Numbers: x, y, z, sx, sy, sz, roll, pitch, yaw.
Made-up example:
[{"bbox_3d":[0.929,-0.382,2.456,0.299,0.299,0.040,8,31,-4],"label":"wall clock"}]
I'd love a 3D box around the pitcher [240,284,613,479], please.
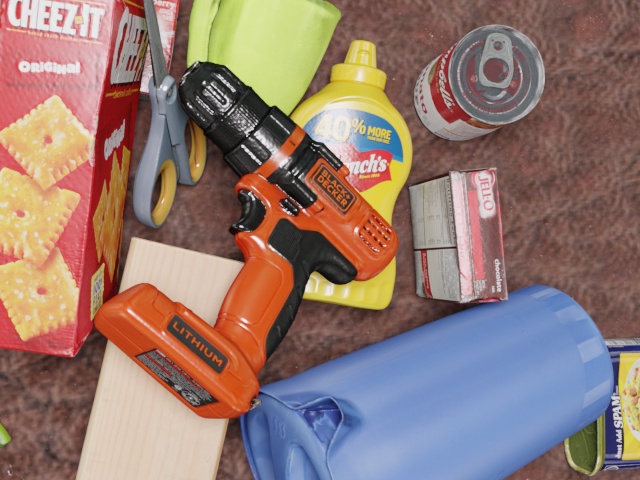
[{"bbox_3d":[0.075,0.125,0.732,0.242,0.149,0.145,-21,100,-26],"label":"pitcher"}]

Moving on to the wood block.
[{"bbox_3d":[-0.108,0.109,0.734,0.090,0.090,0.206,13,87,-8],"label":"wood block"}]

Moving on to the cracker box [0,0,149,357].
[{"bbox_3d":[-0.157,-0.052,0.671,0.072,0.164,0.214,9,99,-4],"label":"cracker box"}]

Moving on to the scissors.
[{"bbox_3d":[-0.108,-0.077,0.688,0.016,0.202,0.096,18,70,14],"label":"scissors"}]

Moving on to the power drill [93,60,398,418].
[{"bbox_3d":[-0.054,0.001,0.664,0.184,0.057,0.187,43,60,-12],"label":"power drill"}]

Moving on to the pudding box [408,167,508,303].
[{"bbox_3d":[0.096,-0.002,0.757,0.039,0.113,0.090,-4,90,-12],"label":"pudding box"}]

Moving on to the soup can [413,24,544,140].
[{"bbox_3d":[0.111,-0.110,0.768,0.068,0.102,0.068,0,88,-9],"label":"soup can"}]

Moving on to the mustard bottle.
[{"bbox_3d":[0.017,-0.050,0.774,0.096,0.058,0.191,10,87,-10],"label":"mustard bottle"}]
